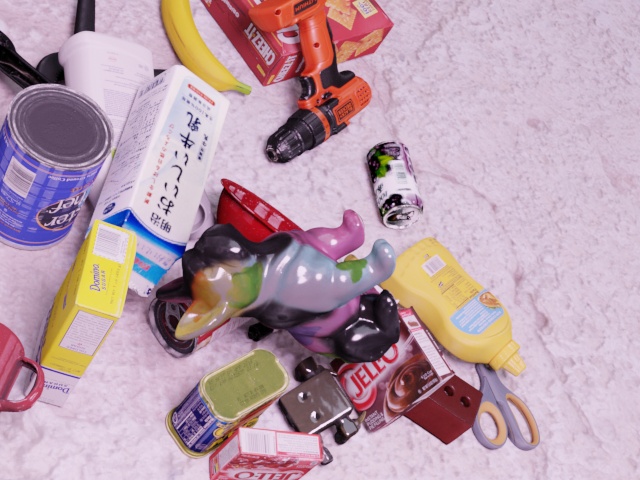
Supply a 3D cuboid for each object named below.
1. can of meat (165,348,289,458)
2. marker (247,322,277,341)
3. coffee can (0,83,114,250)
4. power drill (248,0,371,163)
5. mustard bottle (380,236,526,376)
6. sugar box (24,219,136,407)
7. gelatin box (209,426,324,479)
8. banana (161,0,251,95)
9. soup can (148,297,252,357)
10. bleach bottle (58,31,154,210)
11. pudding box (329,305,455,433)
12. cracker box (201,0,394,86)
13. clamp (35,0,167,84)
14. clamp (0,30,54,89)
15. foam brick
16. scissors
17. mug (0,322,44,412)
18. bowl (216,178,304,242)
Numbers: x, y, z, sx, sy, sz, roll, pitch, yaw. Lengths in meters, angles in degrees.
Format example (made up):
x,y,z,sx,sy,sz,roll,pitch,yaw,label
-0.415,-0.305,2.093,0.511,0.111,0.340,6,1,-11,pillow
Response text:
x,y,z,sx,sy,sz,roll,pitch,yaw,label
-0.088,0.155,1.034,0.101,0.084,0.057,-25,73,-42,can of meat
-0.033,0.082,1.168,0.120,0.020,0.020,-24,72,-41,marker
-0.273,-0.070,1.048,0.102,0.141,0.103,17,50,-21,coffee can
-0.023,-0.207,1.305,0.184,0.057,0.187,-41,124,-38,power drill
0.165,0.085,1.247,0.192,0.058,0.096,44,46,15,mustard bottle
-0.217,0.068,0.954,0.048,0.176,0.093,22,48,-20,sugar box
-0.052,0.210,1.024,0.089,0.073,0.030,11,53,-26,gelatin box
-0.160,-0.255,1.333,0.069,0.037,0.198,-5,60,-55,banana
-0.116,0.068,1.093,0.102,0.069,0.068,-29,76,-43,soup can
-0.219,-0.091,1.130,0.102,0.068,0.251,9,66,-39,bleach bottle
0.075,0.137,1.129,0.039,0.114,0.090,-6,59,-56,pudding box
-0.030,-0.309,1.426,0.213,0.072,0.164,-23,72,-40,cracker box
-0.252,-0.186,1.220,0.164,0.036,0.209,35,48,-7,clamp
-0.354,-0.206,1.125,0.172,0.039,0.120,40,2,30,clamp
0.129,0.176,1.176,0.078,0.051,0.053,34,46,-5,foam brick
0.183,0.161,1.246,0.096,0.016,0.202,-18,68,-39,scissors
-0.296,0.118,0.922,0.117,0.093,0.081,6,43,8,mug
-0.058,0.001,1.157,0.162,0.055,0.162,37,6,-5,bowl
